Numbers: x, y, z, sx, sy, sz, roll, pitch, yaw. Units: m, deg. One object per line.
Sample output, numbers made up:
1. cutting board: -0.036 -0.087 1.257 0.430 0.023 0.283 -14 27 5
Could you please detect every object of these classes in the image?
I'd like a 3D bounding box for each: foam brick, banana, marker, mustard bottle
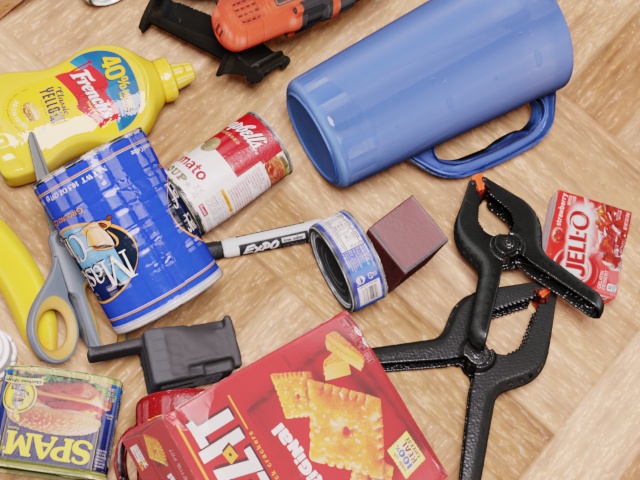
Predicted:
1. foam brick: 0.070 0.005 0.941 0.051 0.078 0.053 -37 84 -16
2. banana: -0.280 0.015 0.889 0.197 0.037 0.069 46 64 -20
3. marker: -0.056 0.001 0.956 0.121 0.020 0.020 -12 75 -10
4. mustard bottle: -0.204 -0.122 0.954 0.191 0.058 0.096 -20 78 -13

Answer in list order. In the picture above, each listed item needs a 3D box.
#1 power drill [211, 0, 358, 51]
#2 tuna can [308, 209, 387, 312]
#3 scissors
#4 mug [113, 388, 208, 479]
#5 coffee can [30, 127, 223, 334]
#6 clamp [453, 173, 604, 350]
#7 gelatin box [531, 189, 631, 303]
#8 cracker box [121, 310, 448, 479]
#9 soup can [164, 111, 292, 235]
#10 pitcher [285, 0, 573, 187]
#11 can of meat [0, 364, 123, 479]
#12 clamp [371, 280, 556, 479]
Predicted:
1. power drill: -0.044 -0.275 0.961 0.184 0.057 0.188 -27 78 -22
2. tuna can: 0.023 0.018 0.927 0.033 0.086 0.086 -26 78 -12
3. scissors: -0.230 0.015 0.892 0.096 0.016 0.202 -34 100 -40
4. mug: -0.118 0.171 0.870 0.117 0.093 0.081 -16 67 26
5. coffee can: -0.158 -0.008 0.881 0.102 0.103 0.140 -31 98 -15
6. clamp: 0.159 0.019 0.949 0.120 0.039 0.171 -19 56 -16
7. gelatin box: 0.242 0.006 0.987 0.073 0.030 0.089 17 72 -2
8. cracker box: -0.020 0.168 0.824 0.213 0.072 0.164 -26 83 -45
9. soup can: -0.085 -0.059 0.944 0.102 0.068 0.068 -36 81 -16
10. pitcher: 0.100 -0.137 0.970 0.242 0.145 0.149 -29 67 -11
11. can of meat: -0.216 0.151 0.873 0.102 0.057 0.084 9 71 -4
12. clamp: 0.138 0.115 0.934 0.209 0.036 0.165 -32 71 -17
